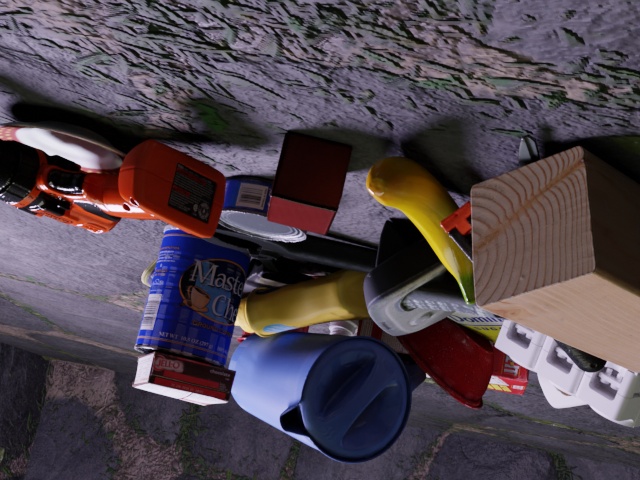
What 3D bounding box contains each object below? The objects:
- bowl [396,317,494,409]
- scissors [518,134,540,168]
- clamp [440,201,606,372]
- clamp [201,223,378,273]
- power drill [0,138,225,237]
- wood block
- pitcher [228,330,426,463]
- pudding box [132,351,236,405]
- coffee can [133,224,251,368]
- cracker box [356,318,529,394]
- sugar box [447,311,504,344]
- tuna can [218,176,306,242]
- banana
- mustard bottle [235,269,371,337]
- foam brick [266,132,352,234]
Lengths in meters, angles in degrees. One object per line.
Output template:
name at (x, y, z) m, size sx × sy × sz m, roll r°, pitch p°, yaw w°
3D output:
bowl at (0.143, 0.110, 1.196) m, size 0.162 × 0.055 × 0.162 m, roll 42°, pitch -166°, yaw -13°
scissors at (0.170, -0.032, 0.762) m, size 0.096 × 0.016 × 0.202 m, roll 13°, pitch 167°, yaw 2°
clamp at (0.155, 0.032, 0.804) m, size 0.171 × 0.039 × 0.120 m, roll 30°, pitch -159°, yaw -41°
clamp at (-0.057, 0.001, 1.072) m, size 0.209 × 0.036 × 0.165 m, roll 19°, pitch 166°, yaw -39°
power drill at (-0.185, -0.048, 0.858) m, size 0.188 × 0.057 × 0.184 m, roll 5°, pitch 169°, yaw 36°
wood block at (0.203, 0.021, 0.745) m, size 0.091 × 0.090 × 0.205 m, roll -21°, pitch 149°, yaw 40°
pitcher at (-0.003, 0.162, 1.214) m, size 0.149 × 0.145 × 0.243 m, roll 31°, pitch 167°, yaw -24°
pudding box at (-0.149, 0.148, 1.148) m, size 0.090 × 0.039 × 0.114 m, roll 17°, pitch 164°, yaw -15°
coffee can at (-0.138, 0.063, 1.176) m, size 0.103 × 0.140 × 0.103 m, roll 12°, pitch 167°, yaw 3°
cracker box at (0.160, 0.138, 1.361) m, size 0.214 × 0.072 × 0.164 m, roll 9°, pitch 168°, yaw 11°
sugar box at (0.201, 0.082, 1.143) m, size 0.094 × 0.048 × 0.176 m, roll 1°, pitch 164°, yaw 40°
tuna can at (-0.051, -0.027, 0.952) m, size 0.086 × 0.034 × 0.086 m, roll 12°, pitch 167°, yaw 3°
banana at (0.080, -0.021, 0.795) m, size 0.037 × 0.070 × 0.197 m, roll -31°, pitch 142°, yaw 14°
mustard bottle at (-0.026, 0.073, 1.198) m, size 0.192 × 0.058 × 0.096 m, roll -14°, pitch 174°, yaw 36°
foam brick at (-0.010, -0.042, 0.812) m, size 0.051 × 0.053 × 0.078 m, roll 13°, pitch 167°, yaw -2°
